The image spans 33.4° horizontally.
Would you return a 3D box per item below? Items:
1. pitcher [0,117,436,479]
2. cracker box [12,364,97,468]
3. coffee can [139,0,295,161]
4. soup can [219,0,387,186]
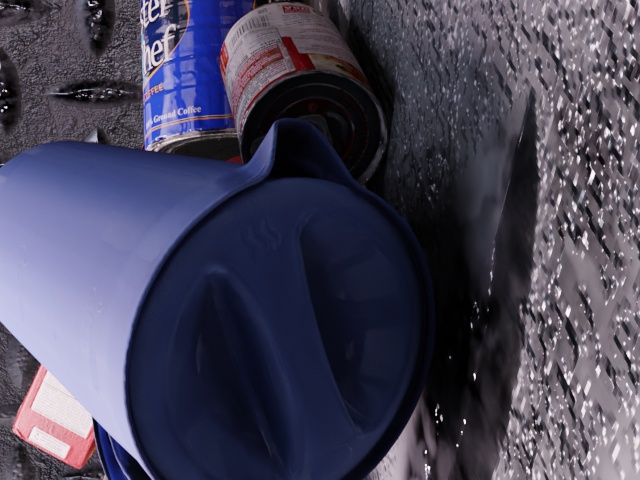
[{"bbox_3d":[-0.075,0.031,0.479,0.243,0.149,0.145,18,149,55],"label":"pitcher"},{"bbox_3d":[-0.156,0.049,0.854,0.214,0.072,0.164,-62,2,24],"label":"cracker box"},{"bbox_3d":[-0.064,-0.121,0.682,0.103,0.102,0.140,136,132,-74],"label":"coffee can"},{"bbox_3d":[-0.012,-0.070,0.522,0.102,0.068,0.068,-109,21,-57],"label":"soup can"}]
